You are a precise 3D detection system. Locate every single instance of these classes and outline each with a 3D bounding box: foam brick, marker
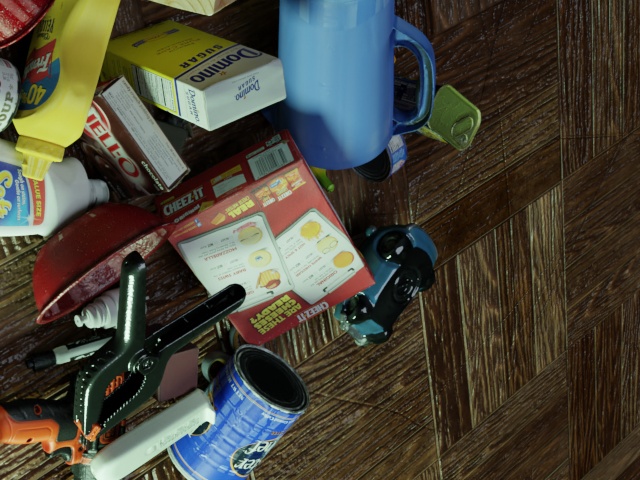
[{"bbox_3d":[-0.173,0.130,1.146,0.051,0.078,0.053,-12,115,-40],"label":"foam brick"},{"bbox_3d":[-0.242,0.110,1.095,0.120,0.020,0.020,-15,118,-27],"label":"marker"}]

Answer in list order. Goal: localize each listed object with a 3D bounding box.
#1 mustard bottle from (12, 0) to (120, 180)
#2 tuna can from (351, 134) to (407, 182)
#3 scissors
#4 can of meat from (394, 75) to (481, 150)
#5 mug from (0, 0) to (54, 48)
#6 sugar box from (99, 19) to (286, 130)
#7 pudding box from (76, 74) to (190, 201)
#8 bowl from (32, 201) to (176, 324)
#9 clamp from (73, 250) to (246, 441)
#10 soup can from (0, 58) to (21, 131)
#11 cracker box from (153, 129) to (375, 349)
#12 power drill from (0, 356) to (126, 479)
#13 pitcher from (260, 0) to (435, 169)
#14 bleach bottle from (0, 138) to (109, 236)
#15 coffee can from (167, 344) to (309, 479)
[{"bbox_3d":[-0.228,-0.147,0.936,0.058,0.096,0.191,15,88,-40],"label":"mustard bottle"},{"bbox_3d":[0.062,-0.113,1.268,0.033,0.086,0.086,-38,130,-30],"label":"tuna can"},{"bbox_3d":[-0.066,0.156,1.311,0.201,0.016,0.096,23,90,-48],"label":"scissors"},{"bbox_3d":[0.136,-0.160,1.324,0.102,0.084,0.057,27,87,-48],"label":"can of meat"},{"bbox_3d":[-0.284,-0.213,0.884,0.117,0.093,0.081,-33,133,14],"label":"mug"},{"bbox_3d":[-0.123,-0.158,0.994,0.093,0.176,0.048,-29,126,-34],"label":"sugar box"},{"bbox_3d":[-0.186,-0.094,1.000,0.039,0.090,0.113,-50,116,-31],"label":"pudding box"},{"bbox_3d":[-0.219,0.011,1.026,0.161,0.162,0.055,-36,88,-29],"label":"bowl"},{"bbox_3d":[-0.170,0.109,1.055,0.164,0.036,0.210,13,114,-49],"label":"clamp"},{"bbox_3d":[-0.313,-0.132,0.896,0.102,0.069,0.068,12,99,-48],"label":"soup can"},{"bbox_3d":[-0.058,0.001,1.166,0.164,0.072,0.213,-28,133,4],"label":"cracker box"},{"bbox_3d":[-0.286,0.216,1.088,0.187,0.057,0.184,-7,109,-46],"label":"power drill"},{"bbox_3d":[0.027,-0.195,1.093,0.149,0.145,0.243,-31,151,-20],"label":"pitcher"},{"bbox_3d":[-0.297,-0.054,0.952,0.250,0.068,0.102,1,106,-48],"label":"bleach bottle"},{"bbox_3d":[-0.093,0.202,1.204,0.102,0.103,0.140,14,122,-47],"label":"coffee can"}]
